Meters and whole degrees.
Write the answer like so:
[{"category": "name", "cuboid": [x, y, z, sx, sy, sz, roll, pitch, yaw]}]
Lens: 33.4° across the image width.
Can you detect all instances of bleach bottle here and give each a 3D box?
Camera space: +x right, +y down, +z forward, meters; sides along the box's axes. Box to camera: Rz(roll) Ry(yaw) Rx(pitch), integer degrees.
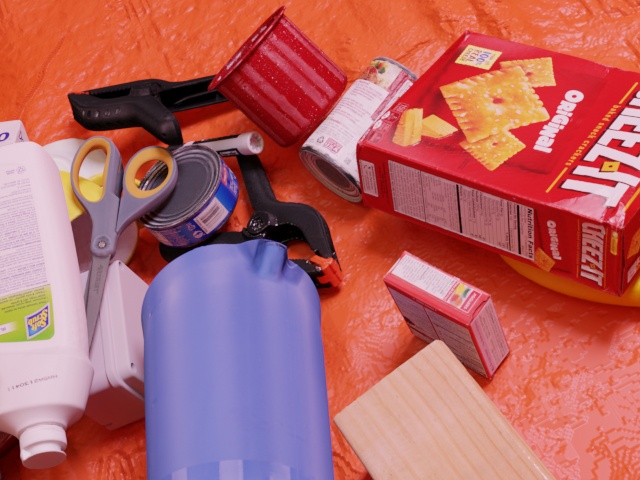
[{"category": "bleach bottle", "cuboid": [-0.225, 0.049, 0.782, 0.102, 0.068, 0.251, -19, 58, 2]}]

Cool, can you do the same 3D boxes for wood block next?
[{"category": "wood block", "cuboid": [0.107, 0.174, 0.664, 0.090, 0.090, 0.206, -37, 53, -2]}]

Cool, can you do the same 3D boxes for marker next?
[{"category": "marker", "cuboid": [-0.095, -0.080, 0.928, 0.121, 0.020, 0.020, -2, 57, 46]}]

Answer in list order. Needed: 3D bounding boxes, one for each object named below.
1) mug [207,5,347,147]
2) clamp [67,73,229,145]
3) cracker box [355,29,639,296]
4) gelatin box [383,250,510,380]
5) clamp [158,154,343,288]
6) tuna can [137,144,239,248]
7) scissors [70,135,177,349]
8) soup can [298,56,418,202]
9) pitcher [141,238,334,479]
[{"category": "mug", "cuboid": [-0.033, -0.134, 0.890, 0.093, 0.081, 0.117, -47, 14, 6]}, {"category": "clamp", "cuboid": [-0.144, -0.127, 0.970, 0.210, 0.036, 0.164, 8, 28, 41]}, {"category": "cracker box", "cuboid": [0.157, -0.067, 0.780, 0.214, 0.072, 0.164, 21, 52, 33]}, {"category": "gelatin box", "cuboid": [0.090, 0.053, 0.748, 0.073, 0.089, 0.030, 29, 73, 33]}, {"category": "clamp", "cuboid": [-0.056, 0.001, 0.874, 0.120, 0.039, 0.172, -49, 47, -3]}, {"category": "tuna can", "cuboid": [-0.111, -0.036, 0.887, 0.086, 0.033, 0.086, -18, 48, 21]}, {"category": "scissors", "cuboid": [-0.152, -0.004, 0.839, 0.096, 0.016, 0.202, -11, 58, -5]}, {"category": "soup can", "cuboid": [0.039, -0.090, 0.871, 0.069, 0.068, 0.102, 31, 75, 34]}, {"category": "pitcher", "cuboid": [-0.057, 0.126, 0.698, 0.145, 0.149, 0.243, -20, 32, 6]}]
